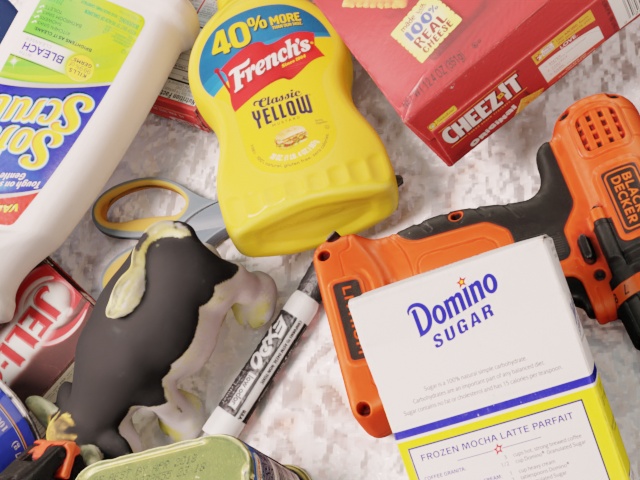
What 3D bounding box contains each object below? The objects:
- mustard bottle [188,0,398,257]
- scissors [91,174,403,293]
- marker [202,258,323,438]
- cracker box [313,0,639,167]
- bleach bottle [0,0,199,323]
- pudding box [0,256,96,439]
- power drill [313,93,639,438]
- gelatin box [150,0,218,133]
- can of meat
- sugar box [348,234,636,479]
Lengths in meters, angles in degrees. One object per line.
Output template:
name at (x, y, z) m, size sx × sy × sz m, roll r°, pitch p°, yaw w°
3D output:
mustard bottle at (-0.025, -0.088, 0.621) m, size 0.096 × 0.058 × 0.192 m, roll -18°, pitch 60°, yaw 2°
scissors at (-0.054, 0.001, 0.635) m, size 0.202 × 0.016 × 0.096 m, roll 4°, pitch 69°, yaw 24°
marker at (-0.024, 0.058, 0.592) m, size 0.020 × 0.020 × 0.121 m, roll 27°, pitch 79°, yaw 31°
cracker box at (0.067, -0.172, 0.568) m, size 0.164 × 0.072 × 0.214 m, roll -39°, pitch 58°, yaw 12°
bleach bottle at (-0.168, -0.044, 0.631) m, size 0.102 × 0.068 × 0.250 m, roll 22°, pitch 77°, yaw 7°
pudding box at (-0.183, 0.069, 0.641) m, size 0.090 × 0.039 × 0.113 m, roll 36°, pitch 84°, yaw 30°
power drill at (0.101, 0.034, 0.531) m, size 0.188 × 0.057 × 0.184 m, roll -21°, pitch 62°, yaw 11°
gelatin box at (-0.084, -0.121, 0.698) m, size 0.073 × 0.030 × 0.089 m, roll 20°, pitch 74°, yaw 28°
can of meat at (-0.062, 0.137, 0.531) m, size 0.102 × 0.084 × 0.057 m, roll -17°, pitch 60°, yaw 14°
sugar box at (0.085, 0.094, 0.470) m, size 0.093 × 0.048 × 0.176 m, roll -19°, pitch 85°, yaw 16°
